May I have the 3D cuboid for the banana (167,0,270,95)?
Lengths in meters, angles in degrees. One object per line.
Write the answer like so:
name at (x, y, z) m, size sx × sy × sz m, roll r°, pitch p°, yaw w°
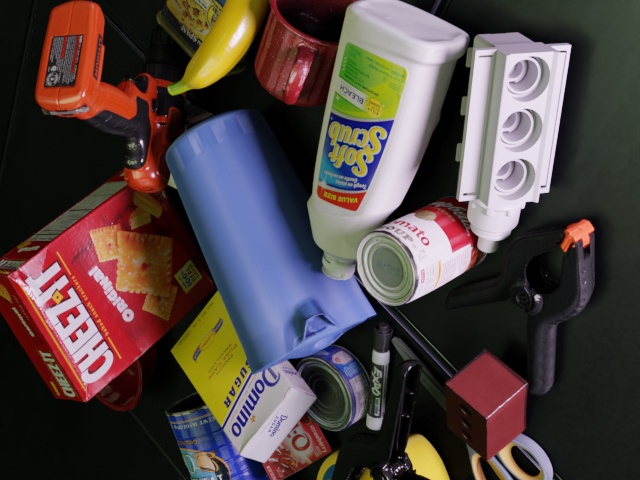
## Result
banana at (-0.075, -0.214, 0.952) m, size 0.070 × 0.037 × 0.198 m, roll 26°, pitch 87°, yaw 33°

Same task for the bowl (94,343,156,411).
bowl at (-0.259, 0.134, 1.364) m, size 0.162 × 0.055 × 0.162 m, roll 22°, pitch 123°, yaw 38°

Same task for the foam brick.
foam brick at (0.145, 0.145, 0.935) m, size 0.053 × 0.051 × 0.078 m, roll 39°, pitch 156°, yaw 34°

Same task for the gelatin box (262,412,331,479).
gelatin box at (-0.040, 0.207, 1.159) m, size 0.089 × 0.073 × 0.030 m, roll 61°, pitch 176°, yaw 5°

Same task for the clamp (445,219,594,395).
clamp at (0.182, 0.053, 0.886) m, size 0.120 × 0.039 × 0.172 m, roll 47°, pitch 142°, yaw 9°

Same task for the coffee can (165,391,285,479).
coffee can at (-0.105, 0.242, 1.220) m, size 0.103 × 0.102 × 0.140 m, roll -14°, pitch 97°, yaw 48°

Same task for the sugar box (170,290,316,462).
sugar box at (-0.085, 0.141, 1.133) m, size 0.093 × 0.048 × 0.176 m, roll -53°, pitch 43°, yaw 9°

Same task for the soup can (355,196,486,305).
soup can at (0.087, 0.008, 0.913) m, size 0.069 × 0.102 × 0.068 m, roll 22°, pitch 123°, yaw 39°

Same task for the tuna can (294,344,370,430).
tuna can at (0.013, 0.153, 1.109) m, size 0.086 × 0.033 × 0.086 m, roll 22°, pitch 123°, yaw 38°

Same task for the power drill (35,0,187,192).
power drill at (-0.191, -0.157, 1.036) m, size 0.057 × 0.187 × 0.184 m, roll -2°, pitch 73°, yaw 24°

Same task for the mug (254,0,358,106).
mug at (-0.012, -0.164, 0.934) m, size 0.093 × 0.117 × 0.082 m, roll 18°, pitch 137°, yaw -7°

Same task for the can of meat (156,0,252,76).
can of meat at (-0.103, -0.225, 1.036) m, size 0.102 × 0.057 × 0.084 m, roll 47°, pitch 133°, yaw 19°

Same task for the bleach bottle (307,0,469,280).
bleach bottle at (0.045, -0.071, 0.907) m, size 0.103 × 0.067 × 0.251 m, roll 33°, pitch 127°, yaw 30°

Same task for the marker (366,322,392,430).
marker at (0.058, 0.135, 1.064) m, size 0.020 × 0.020 × 0.121 m, roll 25°, pitch 125°, yaw 36°

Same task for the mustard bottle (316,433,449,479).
mustard bottle at (0.049, 0.259, 1.103) m, size 0.192 × 0.058 × 0.096 m, roll -23°, pitch 89°, yaw 49°

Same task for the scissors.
scissors at (0.145, 0.164, 0.991) m, size 0.096 × 0.016 × 0.202 m, roll -36°, pitch 81°, yaw 46°

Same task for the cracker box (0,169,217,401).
cracker box at (-0.231, 0.044, 1.150) m, size 0.072 × 0.213 × 0.164 m, roll -2°, pitch 122°, yaw 46°

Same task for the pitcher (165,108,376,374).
pitcher at (-0.057, 0.001, 1.053) m, size 0.149 × 0.144 × 0.243 m, roll -31°, pitch 81°, yaw 36°

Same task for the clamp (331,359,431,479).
clamp at (0.066, 0.205, 0.992) m, size 0.210 × 0.036 × 0.164 m, roll -30°, pitch 81°, yaw 50°
